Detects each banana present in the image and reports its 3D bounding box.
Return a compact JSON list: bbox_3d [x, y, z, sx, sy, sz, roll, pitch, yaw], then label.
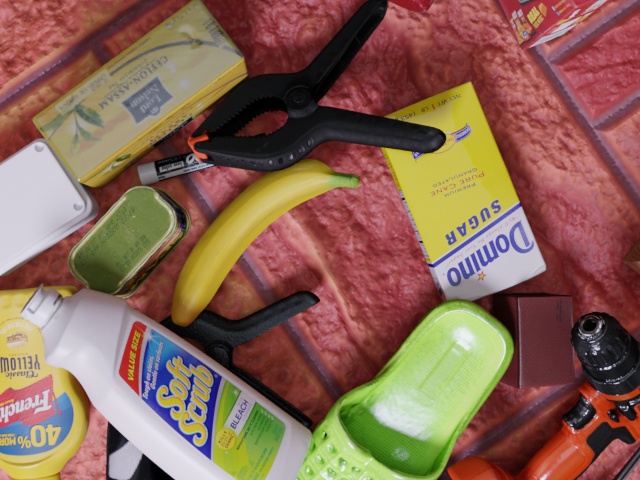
[{"bbox_3d":[-0.061,-0.010,0.912,0.198,0.070,0.037,-41,128,-1],"label":"banana"}]

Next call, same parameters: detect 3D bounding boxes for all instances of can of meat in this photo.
[{"bbox_3d":[-0.160,0.001,0.898,0.057,0.084,0.102,42,88,0],"label":"can of meat"}]

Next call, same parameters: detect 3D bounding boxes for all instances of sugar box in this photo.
[{"bbox_3d":[0.119,-0.038,0.923,0.093,0.048,0.176,-23,88,0],"label":"sugar box"}]

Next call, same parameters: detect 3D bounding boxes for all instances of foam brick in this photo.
[{"bbox_3d":[0.183,0.085,0.916,0.053,0.051,0.078,0,89,-15],"label":"foam brick"}]

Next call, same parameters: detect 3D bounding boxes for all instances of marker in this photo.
[{"bbox_3d":[-0.099,-0.072,0.933,0.121,0.020,0.020,-15,89,-1],"label":"marker"}]

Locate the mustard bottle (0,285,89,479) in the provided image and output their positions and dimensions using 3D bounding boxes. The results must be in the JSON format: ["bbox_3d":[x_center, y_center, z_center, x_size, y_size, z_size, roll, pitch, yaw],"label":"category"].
[{"bbox_3d":[-0.247,0.137,0.907,0.096,0.058,0.191,-5,89,-1],"label":"mustard bottle"}]

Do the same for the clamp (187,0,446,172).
[{"bbox_3d":[-0.012,-0.121,0.909,0.210,0.036,0.164,-14,60,6],"label":"clamp"}]

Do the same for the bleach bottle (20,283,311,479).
[{"bbox_3d":[-0.130,0.125,0.846,0.250,0.068,0.102,38,55,-14],"label":"bleach bottle"}]

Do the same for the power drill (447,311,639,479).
[{"bbox_3d":[0.198,0.156,0.874,0.188,0.057,0.184,-40,133,4],"label":"power drill"}]

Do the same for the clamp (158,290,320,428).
[{"bbox_3d":[-0.081,0.109,0.921,0.171,0.039,0.120,-5,85,4],"label":"clamp"}]
